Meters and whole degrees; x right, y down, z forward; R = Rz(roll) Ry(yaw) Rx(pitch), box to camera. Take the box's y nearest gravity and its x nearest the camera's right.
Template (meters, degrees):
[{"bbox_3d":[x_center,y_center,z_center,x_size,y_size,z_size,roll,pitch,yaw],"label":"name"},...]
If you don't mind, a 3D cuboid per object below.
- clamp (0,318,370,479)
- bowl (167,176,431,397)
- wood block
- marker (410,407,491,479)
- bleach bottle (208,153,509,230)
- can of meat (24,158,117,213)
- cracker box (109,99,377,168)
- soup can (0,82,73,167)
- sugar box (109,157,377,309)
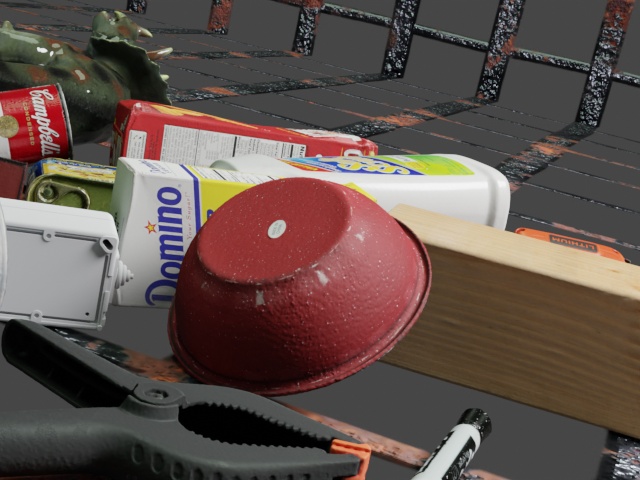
[{"bbox_3d":[-0.083,0.083,0.497,0.210,0.036,0.164,10,14,-3],"label":"clamp"},{"bbox_3d":[-0.020,0.012,0.617,0.162,0.055,0.162,-11,39,9],"label":"bowl"},{"bbox_3d":[0.132,0.049,0.697,0.206,0.091,0.090,15,15,12],"label":"wood block"},{"bbox_3d":[0.067,0.111,0.548,0.020,0.020,0.121,17,15,18],"label":"marker"},{"bbox_3d":[0.015,-0.032,0.816,0.250,0.068,0.103,0,18,-29],"label":"bleach bottle"},{"bbox_3d":[-0.171,-0.025,0.798,0.102,0.057,0.084,8,13,-18],"label":"can of meat"},{"bbox_3d":[-0.074,-0.075,0.946,0.213,0.072,0.164,7,8,-14],"label":"cracker box"},{"bbox_3d":[-0.267,-0.093,0.903,0.102,0.068,0.069,-11,22,-18],"label":"soup can"},{"bbox_3d":[-0.055,0.001,0.721,0.175,0.093,0.048,3,17,-28],"label":"sugar box"}]
